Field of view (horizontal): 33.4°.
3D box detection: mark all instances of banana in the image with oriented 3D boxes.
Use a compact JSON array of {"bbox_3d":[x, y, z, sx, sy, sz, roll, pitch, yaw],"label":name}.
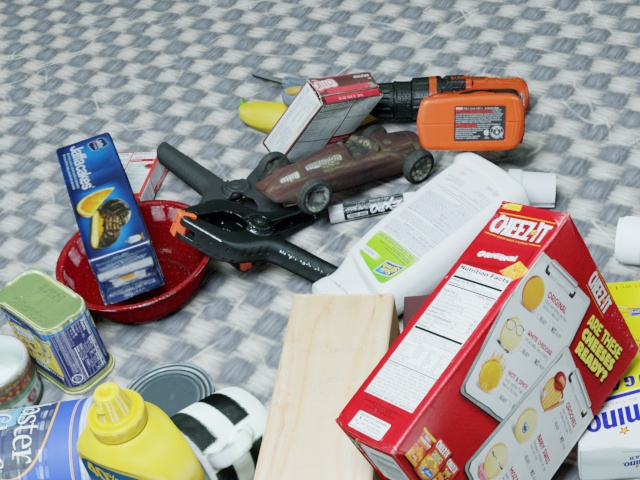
[{"bbox_3d":[-0.017,-0.150,1.245,0.198,0.037,0.069,4,43,20],"label":"banana"}]

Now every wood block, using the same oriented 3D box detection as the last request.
[{"bbox_3d":[0.012,0.147,0.853,0.090,0.091,0.206,-2,41,12],"label":"wood block"}]

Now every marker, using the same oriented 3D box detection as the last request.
[{"bbox_3d":[0.069,-0.037,1.105,0.121,0.020,0.020,-10,40,3],"label":"marker"}]

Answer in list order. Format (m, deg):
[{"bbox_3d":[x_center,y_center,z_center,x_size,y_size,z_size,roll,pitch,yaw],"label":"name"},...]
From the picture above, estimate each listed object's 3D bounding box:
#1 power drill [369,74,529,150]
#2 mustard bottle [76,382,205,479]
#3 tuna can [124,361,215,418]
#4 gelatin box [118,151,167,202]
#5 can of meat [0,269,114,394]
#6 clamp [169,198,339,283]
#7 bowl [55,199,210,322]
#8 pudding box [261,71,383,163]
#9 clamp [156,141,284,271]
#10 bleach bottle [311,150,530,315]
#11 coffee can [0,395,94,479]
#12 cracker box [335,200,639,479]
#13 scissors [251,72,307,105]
[{"bbox_3d":[0.136,-0.140,1.124,0.184,0.057,0.187,-3,17,4],"label":"power drill"},{"bbox_3d":[-0.128,0.173,0.783,0.096,0.191,0.058,14,47,29],"label":"mustard bottle"},{"bbox_3d":[-0.131,0.148,0.934,0.086,0.034,0.086,-8,40,7],"label":"tuna can"},{"bbox_3d":[-0.221,-0.064,1.208,0.073,0.030,0.089,-2,41,15],"label":"gelatin box"},{"bbox_3d":[-0.251,0.084,1.003,0.102,0.084,0.057,25,53,37],"label":"can of meat"},{"bbox_3d":[-0.057,0.001,1.036,0.171,0.039,0.120,0,35,-28],"label":"clamp"},{"bbox_3d":[-0.179,0.030,1.067,0.162,0.055,0.162,-8,40,6],"label":"bowl"},{"bbox_3d":[0.002,-0.131,1.144,0.089,0.114,0.039,-14,64,-39],"label":"pudding box"},{"bbox_3d":[-0.100,-0.049,1.146,0.164,0.036,0.210,-2,42,0],"label":"clamp"},{"bbox_3d":[0.078,0.014,1.013,0.250,0.068,0.103,-33,44,-19],"label":"bleach bottle"},{"bbox_3d":[-0.239,0.186,0.867,0.140,0.103,0.103,-9,40,5],"label":"coffee can"},{"bbox_3d":[0.126,0.104,0.776,0.072,0.164,0.213,18,62,48],"label":"cracker box"},{"bbox_3d":[-0.044,-0.182,1.266,0.202,0.016,0.096,13,27,41],"label":"scissors"}]
